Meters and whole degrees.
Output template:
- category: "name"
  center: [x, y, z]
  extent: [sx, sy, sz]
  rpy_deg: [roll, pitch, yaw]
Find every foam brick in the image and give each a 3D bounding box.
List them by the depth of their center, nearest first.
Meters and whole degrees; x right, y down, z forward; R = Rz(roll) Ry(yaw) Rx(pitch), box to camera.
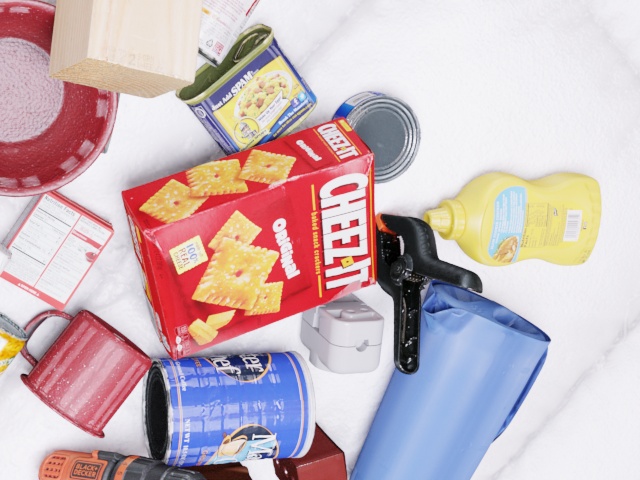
- category: "foam brick"
  center: [-0.012, 0.224, 1.070]
  extent: [0.051, 0.078, 0.053]
  rpy_deg: [-15, 111, -20]

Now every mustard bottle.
- category: "mustard bottle"
  center: [0.193, -0.021, 1.093]
  extent: [0.191, 0.058, 0.096]
  rpy_deg: [-1, 108, -23]

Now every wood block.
- category: "wood block"
  center: [-0.145, -0.225, 0.834]
  extent: [0.090, 0.091, 0.206]
  rpy_deg: [9, 83, -32]

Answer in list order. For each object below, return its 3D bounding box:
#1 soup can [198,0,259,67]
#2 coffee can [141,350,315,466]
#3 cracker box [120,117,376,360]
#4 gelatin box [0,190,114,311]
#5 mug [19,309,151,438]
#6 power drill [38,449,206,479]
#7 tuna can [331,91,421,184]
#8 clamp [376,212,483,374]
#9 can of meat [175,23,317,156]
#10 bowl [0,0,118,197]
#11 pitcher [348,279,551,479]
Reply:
- category: "soup can"
  center: [-0.089, -0.208, 0.912]
  extent: [0.068, 0.069, 0.102]
  rpy_deg: [31, 92, -27]
- category: "coffee can"
  center: [-0.088, 0.158, 1.003]
  extent: [0.140, 0.103, 0.103]
  rpy_deg: [0, 106, -23]
- category: "cracker box"
  center: [-0.056, 0.001, 0.958]
  extent: [0.213, 0.072, 0.164]
  rpy_deg: [-19, 135, -16]
- category: "gelatin box"
  center: [-0.235, 0.006, 0.936]
  extent: [0.073, 0.030, 0.089]
  rpy_deg: [33, 91, -26]
- category: "mug"
  center: [-0.214, 0.109, 0.952]
  extent: [0.117, 0.093, 0.081]
  rpy_deg: [36, 83, 9]
- category: "power drill"
  center: [-0.192, 0.272, 0.912]
  extent: [0.057, 0.185, 0.187]
  rpy_deg: [51, 49, -43]
- category: "tuna can"
  center: [0.051, -0.099, 1.023]
  extent: [0.086, 0.034, 0.086]
  rpy_deg: [-7, 108, -21]
- category: "clamp"
  center: [0.084, 0.041, 1.011]
  extent: [0.039, 0.171, 0.120]
  rpy_deg: [25, 109, -31]
- category: "can of meat"
  center: [-0.063, -0.128, 0.954]
  extent: [0.102, 0.057, 0.084]
  rpy_deg: [-41, 119, -6]
- category: "bowl"
  center: [-0.252, -0.119, 0.877]
  extent: [0.161, 0.055, 0.162]
  rpy_deg: [-7, 108, -21]
- category: "pitcher"
  center: [0.132, 0.174, 1.093]
  extent: [0.149, 0.145, 0.243]
  rpy_deg: [25, 100, 4]
